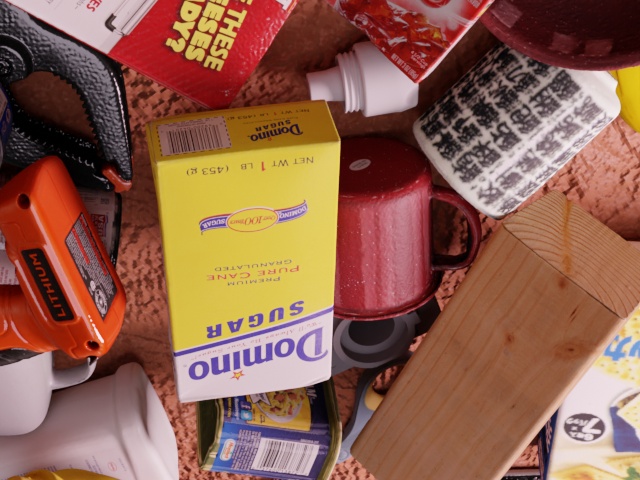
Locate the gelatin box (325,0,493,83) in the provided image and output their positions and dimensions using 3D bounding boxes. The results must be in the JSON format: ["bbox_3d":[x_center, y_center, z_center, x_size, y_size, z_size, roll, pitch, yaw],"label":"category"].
[{"bbox_3d":[0.044,-0.140,0.562,0.089,0.030,0.073,43,126,0],"label":"gelatin box"}]

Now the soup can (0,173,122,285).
[{"bbox_3d":[-0.173,-0.004,0.629,0.102,0.068,0.069,7,124,-17],"label":"soup can"}]

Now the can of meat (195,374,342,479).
[{"bbox_3d":[-0.038,0.114,0.721,0.083,0.102,0.057,10,124,-16],"label":"can of meat"}]

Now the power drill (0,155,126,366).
[{"bbox_3d":[-0.211,0.018,0.559,0.188,0.057,0.184,-16,117,13],"label":"power drill"}]

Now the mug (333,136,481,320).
[{"bbox_3d":[0.039,-0.010,0.646,0.117,0.093,0.081,6,124,16],"label":"mug"}]

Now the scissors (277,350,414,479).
[{"bbox_3d":[0.013,0.143,0.806,0.202,0.016,0.096,-23,125,7],"label":"scissors"}]

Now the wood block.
[{"bbox_3d":[0.115,0.081,0.687,0.090,0.090,0.206,40,124,17],"label":"wood block"}]

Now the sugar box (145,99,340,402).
[{"bbox_3d":[-0.039,0.012,0.576,0.093,0.048,0.176,-7,130,-8],"label":"sugar box"}]

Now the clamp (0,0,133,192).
[{"bbox_3d":[-0.166,-0.109,0.571,0.165,0.036,0.209,-39,120,18],"label":"clamp"}]

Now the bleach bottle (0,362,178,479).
[{"bbox_3d":[-0.232,0.162,0.744,0.251,0.068,0.102,-14,131,2],"label":"bleach bottle"}]
